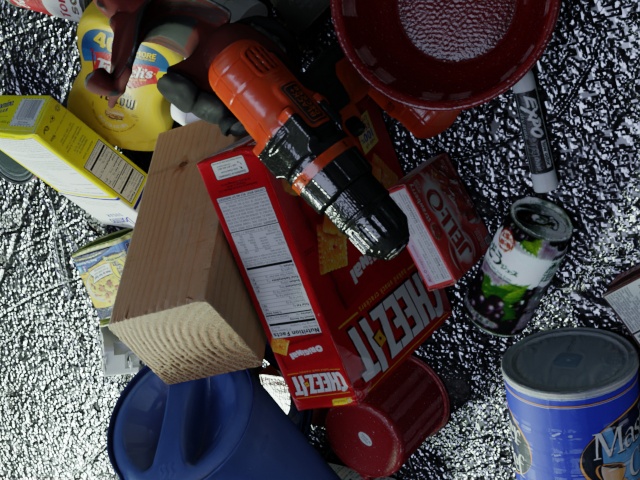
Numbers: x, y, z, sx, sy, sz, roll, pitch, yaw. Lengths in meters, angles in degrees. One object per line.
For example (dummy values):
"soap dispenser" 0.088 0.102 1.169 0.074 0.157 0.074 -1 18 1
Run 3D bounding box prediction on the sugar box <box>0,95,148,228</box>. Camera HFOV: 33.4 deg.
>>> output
"sugar box" -0.224 -0.070 0.995 0.094 0.048 0.176 8 159 40

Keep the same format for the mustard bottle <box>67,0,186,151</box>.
"mustard bottle" -0.164 -0.162 0.929 0.096 0.058 0.192 21 141 -3

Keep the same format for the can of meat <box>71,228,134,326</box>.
"can of meat" -0.198 0.034 1.090 0.102 0.057 0.084 -15 103 40

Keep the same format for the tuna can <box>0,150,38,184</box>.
"tuna can" -0.315 -0.104 1.114 0.086 0.033 0.086 16 122 28

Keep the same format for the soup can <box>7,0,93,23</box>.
"soup can" -0.231 -0.234 0.964 0.102 0.068 0.068 20 123 25

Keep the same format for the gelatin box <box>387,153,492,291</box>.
"gelatin box" 0.094 -0.015 0.844 0.030 0.073 0.089 -22 99 41

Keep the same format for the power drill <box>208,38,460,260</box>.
"power drill" 0.031 -0.086 0.777 0.184 0.187 0.057 50 130 5

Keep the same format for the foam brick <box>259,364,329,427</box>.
"foam brick" -0.010 0.140 1.013 0.078 0.052 0.051 4 116 35

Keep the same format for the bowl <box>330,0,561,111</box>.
"bowl" 0.091 -0.172 0.756 0.162 0.055 0.162 2 97 18

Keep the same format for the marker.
"marker" 0.156 -0.095 0.795 0.020 0.020 0.121 -3 111 36

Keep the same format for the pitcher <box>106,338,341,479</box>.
"pitcher" -0.059 0.192 0.924 0.149 0.145 0.242 -26 138 10

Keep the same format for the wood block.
"wood block" -0.093 0.002 0.870 0.091 0.206 0.090 -14 136 23

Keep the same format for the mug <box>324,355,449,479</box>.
"mug" 0.055 0.168 0.962 0.093 0.081 0.117 25 126 22

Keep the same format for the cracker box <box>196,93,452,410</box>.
"cracker box" 0.013 0.002 0.851 0.072 0.163 0.213 -12 106 39

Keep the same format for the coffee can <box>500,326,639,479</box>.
"coffee can" 0.201 0.153 0.838 0.103 0.102 0.140 4 116 34
